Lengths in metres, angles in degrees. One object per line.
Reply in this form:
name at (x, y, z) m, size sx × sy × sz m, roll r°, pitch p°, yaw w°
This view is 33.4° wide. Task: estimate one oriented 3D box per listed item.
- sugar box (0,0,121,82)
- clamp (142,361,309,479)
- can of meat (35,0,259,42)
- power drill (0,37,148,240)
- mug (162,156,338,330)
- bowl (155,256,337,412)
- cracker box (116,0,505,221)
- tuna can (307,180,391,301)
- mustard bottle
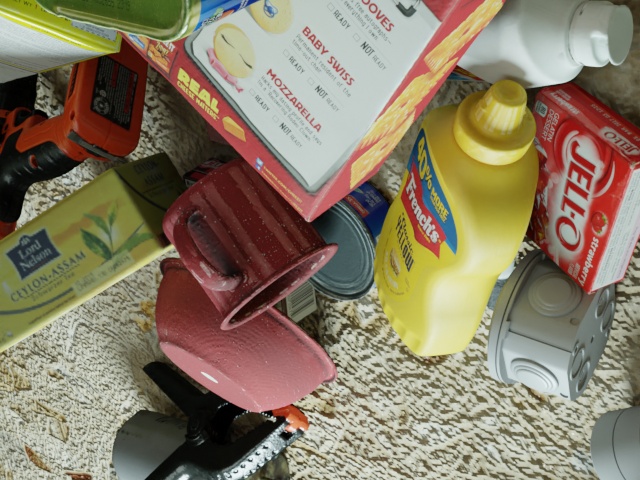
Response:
sugar box at (-0.219, -0.150, 0.737) m, size 0.177 × 0.093 × 0.048 m, roll 4°, pitch 81°, yaw 49°
clamp at (-0.101, 0.174, 0.907) m, size 0.210 × 0.164 × 0.036 m, roll -10°, pitch 145°, yaw 40°
can of meat at (-0.058, -0.120, 0.415) m, size 0.102 × 0.083 × 0.057 m, roll 18°, pitch 128°, yaw 33°
power drill at (-0.210, -0.097, 0.823) m, size 0.188 × 0.057 × 0.184 m, roll -24°, pitch 54°, yaw 39°
mug at (-0.054, 0.001, 0.684) m, size 0.093 × 0.117 × 0.081 m, roll -41°, pitch 80°, yaw 28°
bowl at (-0.068, 0.082, 0.806) m, size 0.162 × 0.055 × 0.162 m, roll 30°, pitch 161°, yaw 11°
cracker box at (-0.002, -0.135, 0.473) m, size 0.164 × 0.072 × 0.214 m, roll 45°, pitch 139°, yaw 8°
tuna can at (0.014, -0.004, 0.728) m, size 0.086 × 0.033 × 0.086 m, roll 26°, pitch 134°, yaw 31°
mustard bottle at (0.077, -0.019, 0.596) m, size 0.192 × 0.058 × 0.096 m, roll 106°, pitch 156°, yaw -55°
